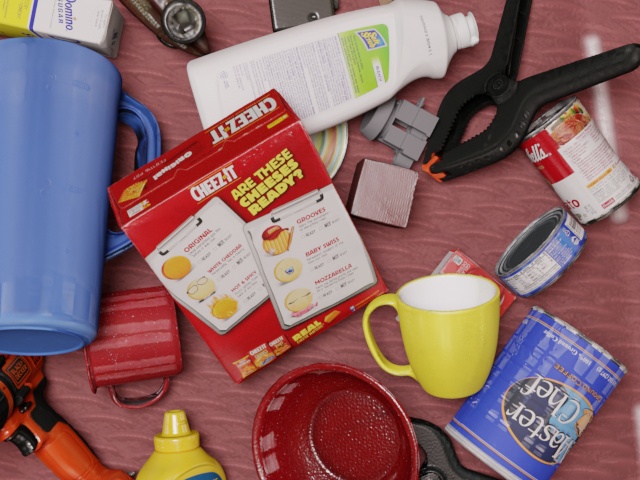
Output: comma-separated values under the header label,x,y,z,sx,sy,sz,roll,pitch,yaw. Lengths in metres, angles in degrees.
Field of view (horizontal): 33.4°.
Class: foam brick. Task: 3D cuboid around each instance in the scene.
label,x,y,z,sx,sy,sz,roll,pitch,yaw
foam brick,0.054,-0.042,0.963,0.051,0.078,0.053,14,91,-3

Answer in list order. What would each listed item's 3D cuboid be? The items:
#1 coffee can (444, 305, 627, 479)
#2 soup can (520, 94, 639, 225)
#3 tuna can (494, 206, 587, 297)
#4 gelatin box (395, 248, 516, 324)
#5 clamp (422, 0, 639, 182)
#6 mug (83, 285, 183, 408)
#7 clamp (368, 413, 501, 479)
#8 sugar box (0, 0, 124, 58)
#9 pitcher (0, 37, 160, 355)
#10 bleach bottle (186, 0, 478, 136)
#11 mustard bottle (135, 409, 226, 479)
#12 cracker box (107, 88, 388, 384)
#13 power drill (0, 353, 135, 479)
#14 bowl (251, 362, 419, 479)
label,x,y,z,sx,sy,sz,roll,pitch,yaw
coffee can,0.194,0.145,0.966,0.103,0.103,0.140,36,89,-4
soup can,0.237,-0.073,0.979,0.068,0.068,0.102,-39,95,-2
tuna can,0.201,0.011,0.971,0.033,0.086,0.086,43,89,-6
gelatin box,0.126,0.063,0.995,0.073,0.030,0.089,39,90,-5
clamp,0.166,-0.143,0.966,0.210,0.036,0.165,-43,49,14
mug,-0.166,0.096,0.951,0.081,0.093,0.117,-8,106,-8
clamp,0.099,0.234,0.995,0.171,0.039,0.120,40,86,2
sugar box,-0.265,-0.199,0.928,0.176,0.093,0.048,14,91,-4
pitcher,-0.224,-0.032,0.884,0.149,0.145,0.243,-6,70,11
bleach bottle,0.016,-0.144,0.932,0.251,0.068,0.102,-16,105,-2
mustard bottle,-0.124,0.248,0.957,0.096,0.058,0.191,-6,91,-46
cracker box,-0.056,0.001,0.909,0.164,0.072,0.213,-31,131,-2
power drill,-0.240,0.184,0.908,0.057,0.184,0.187,-31,103,14
bowl,0.021,0.184,0.962,0.162,0.055,0.162,3,97,24
